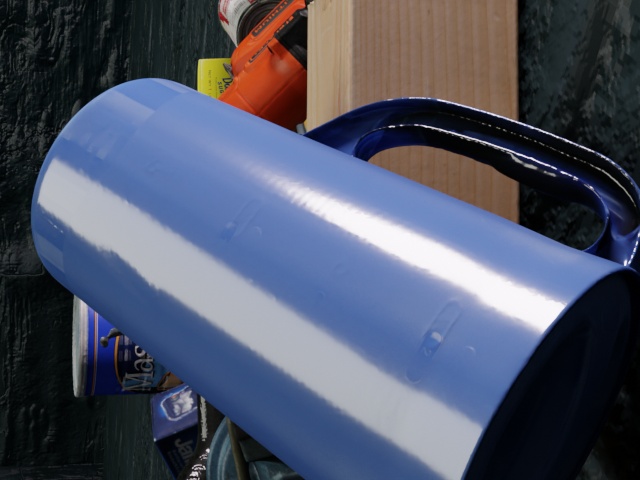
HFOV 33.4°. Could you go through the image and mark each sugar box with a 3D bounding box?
[{"bbox_3d":[-0.078,-0.103,1.007,0.176,0.048,0.093,42,-134,-80],"label":"sugar box"}]

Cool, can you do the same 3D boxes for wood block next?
[{"bbox_3d":[0.045,-0.027,0.552,0.090,0.090,0.206,169,102,-76],"label":"wood block"}]

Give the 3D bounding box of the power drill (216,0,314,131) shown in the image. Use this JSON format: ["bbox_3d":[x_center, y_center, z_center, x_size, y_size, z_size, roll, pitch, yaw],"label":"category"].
[{"bbox_3d":[0.000,-0.136,0.692,0.184,0.057,0.187,-43,12,7],"label":"power drill"}]

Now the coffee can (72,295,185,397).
[{"bbox_3d":[-0.140,0.082,0.922,0.103,0.140,0.103,-179,90,-74],"label":"coffee can"}]

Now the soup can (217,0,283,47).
[{"bbox_3d":[-0.053,-0.200,0.972,0.102,0.068,0.068,-119,33,-62],"label":"soup can"}]

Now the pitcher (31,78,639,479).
[{"bbox_3d":[0.002,0.014,0.440,0.243,0.148,0.145,29,122,30],"label":"pitcher"}]
